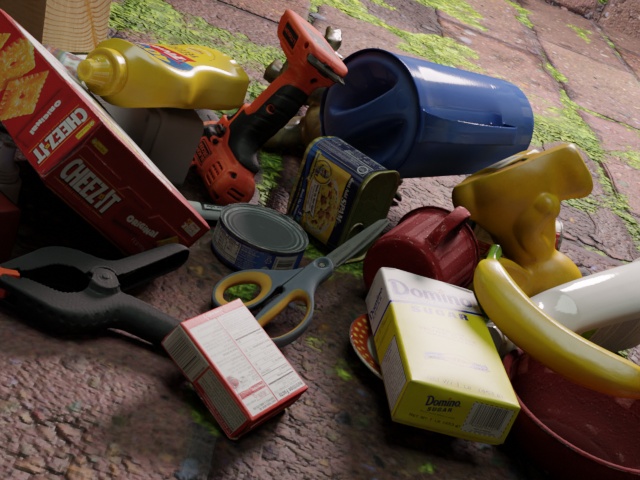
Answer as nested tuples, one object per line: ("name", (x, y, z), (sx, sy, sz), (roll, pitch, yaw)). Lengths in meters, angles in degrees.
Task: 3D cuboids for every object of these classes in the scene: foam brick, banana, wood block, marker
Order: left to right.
("foam brick", (-0.275, -0.019, 0.818), (0.078, 0.053, 0.051), (37, 28, 31))
("wood block", (-0.338, -0.284, 1.211), (0.206, 0.091, 0.090), (25, 22, 34))
("marker", (-0.077, -0.023, 1.030), (0.120, 0.020, 0.020), (7, 29, -31))
("banana", (0.190, 0.072, 0.888), (0.069, 0.037, 0.198), (-29, 56, -24))

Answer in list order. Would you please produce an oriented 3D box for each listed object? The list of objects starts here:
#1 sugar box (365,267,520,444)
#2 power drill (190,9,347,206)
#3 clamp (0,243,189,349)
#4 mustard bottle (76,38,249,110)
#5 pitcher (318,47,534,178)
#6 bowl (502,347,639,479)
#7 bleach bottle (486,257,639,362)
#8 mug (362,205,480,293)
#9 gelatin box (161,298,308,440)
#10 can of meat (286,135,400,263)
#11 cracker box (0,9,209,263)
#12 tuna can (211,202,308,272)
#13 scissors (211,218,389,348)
("sugar box", (0.094, 0.088, 0.866), (0.093, 0.048, 0.176), (16, 27, -14))
("power drill", (-0.066, -0.140, 1.085), (0.057, 0.188, 0.184), (30, 18, -36))
("clamp", (-0.159, 0.047, 0.802), (0.171, 0.039, 0.120), (-2, 37, -33))
("mustard bottle", (-0.153, -0.151, 0.973), (0.096, 0.058, 0.191), (27, 18, 23))
("pitcher", (0.131, -0.126, 1.141), (0.242, 0.145, 0.149), (-3, 59, -47))
("bowl", (0.212, 0.154, 0.870), (0.162, 0.055, 0.162), (18, 25, -9))
("bleach bottle", (0.237, 0.073, 0.999), (0.250, 0.103, 0.068), (-5, 51, -44))
("mug", (0.098, 0.015, 0.992), (0.093, 0.117, 0.081), (46, 34, 9))
("gelatin box", (-0.061, 0.092, 0.771), (0.089, 0.030, 0.073), (52, 32, 11))
("can of meat", (0.019, -0.042, 1.054), (0.084, 0.102, 0.057), (36, 29, 32))
("cracker box", (-0.207, -0.083, 0.903), (0.214, 0.072, 0.164), (45, -2, 40))
("tuna can", (-0.056, 0.001, 0.982), (0.086, 0.034, 0.086), (18, 25, -9))
("scissors", (-0.020, 0.023, 0.924), (0.096, 0.016, 0.201), (19, 41, 16))
